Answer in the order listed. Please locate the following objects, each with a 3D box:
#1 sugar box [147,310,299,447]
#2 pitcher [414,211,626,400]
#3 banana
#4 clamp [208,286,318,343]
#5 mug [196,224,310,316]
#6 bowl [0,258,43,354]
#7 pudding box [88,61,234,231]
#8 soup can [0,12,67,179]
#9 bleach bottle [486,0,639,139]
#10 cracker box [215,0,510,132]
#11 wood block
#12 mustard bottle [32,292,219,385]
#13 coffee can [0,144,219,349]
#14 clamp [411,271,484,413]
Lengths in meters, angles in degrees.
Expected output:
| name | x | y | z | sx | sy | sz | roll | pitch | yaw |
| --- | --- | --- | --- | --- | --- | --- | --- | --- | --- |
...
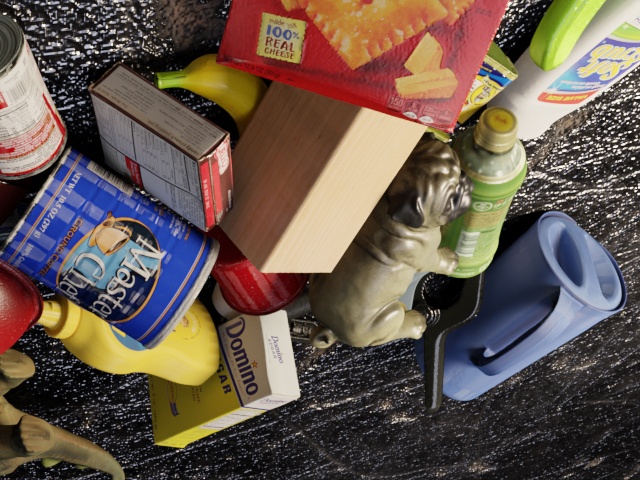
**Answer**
| name | x | y | z | sx | sy | sz | roll | pitch | yaw |
| --- | --- | --- | --- | --- | --- | --- | --- | --- | --- |
| sugar box | -0.102 | 0.140 | 1.076 | 0.048 | 0.093 | 0.177 | 14 | 146 | -44 |
| pitcher | 0.218 | 0.091 | 1.227 | 0.148 | 0.145 | 0.243 | 4 | 143 | -41 |
| banana | -0.065 | -0.096 | 0.865 | 0.070 | 0.037 | 0.197 | -17 | 149 | 11 |
| clamp | -0.060 | 0.082 | 1.133 | 0.171 | 0.039 | 0.120 | -5 | 145 | -25 |
| mug | -0.056 | 0.001 | 0.980 | 0.117 | 0.093 | 0.081 | -50 | 146 | -14 |
| bowl | -0.314 | 0.062 | 0.878 | 0.162 | 0.055 | 0.162 | 3 | 146 | 2 |
| pudding box | -0.117 | -0.069 | 0.801 | 0.039 | 0.114 | 0.090 | -48 | 159 | -28 |
| soup can | -0.221 | -0.098 | 0.733 | 0.068 | 0.068 | 0.102 | -18 | 148 | -6 |
| bleach bottle | 0.234 | -0.165 | 0.922 | 0.102 | 0.068 | 0.251 | 6 | 141 | -39 |
| cracker box | 0.042 | -0.186 | 0.648 | 0.164 | 0.072 | 0.214 | 17 | 125 | -5 |
| wood block | 0.007 | -0.081 | 0.826 | 0.090 | 0.090 | 0.206 | 2 | 128 | -49 |
| mustard bottle | -0.185 | 0.081 | 1.000 | 0.191 | 0.096 | 0.058 | 16 | 132 | -45 |
| coffee can | -0.165 | 0.006 | 0.836 | 0.140 | 0.102 | 0.103 | 34 | 125 | -14 |
| clamp | 0.122 | 0.086 | 1.186 | 0.210 | 0.164 | 0.036 | -46 | -176 | 23 |
